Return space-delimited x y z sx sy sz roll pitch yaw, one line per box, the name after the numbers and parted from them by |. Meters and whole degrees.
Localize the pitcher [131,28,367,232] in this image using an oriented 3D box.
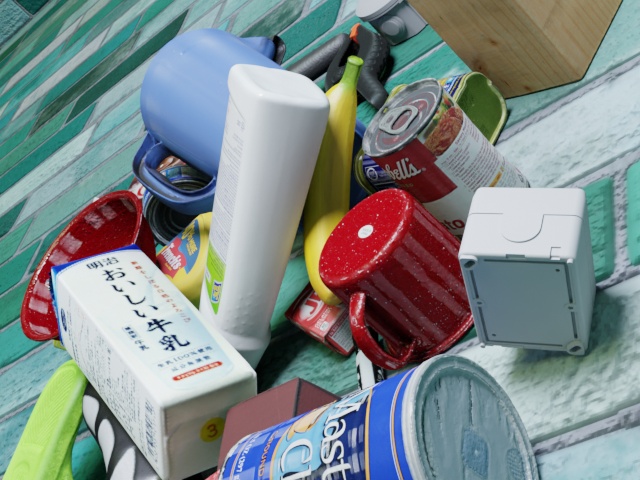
-0.065 -0.091 0.956 0.243 0.144 0.149 37 123 51 | pitcher

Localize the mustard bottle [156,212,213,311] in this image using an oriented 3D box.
-0.124 0.029 1.000 0.192 0.058 0.096 -41 27 13 | mustard bottle

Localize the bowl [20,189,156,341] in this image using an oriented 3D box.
-0.202 0.034 0.980 0.162 0.055 0.162 -32 37 27 | bowl

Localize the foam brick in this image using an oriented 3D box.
-0.022 0.130 0.688 0.078 0.053 0.051 -31 40 42 | foam brick

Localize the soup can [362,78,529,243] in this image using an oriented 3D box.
0.087 -0.052 0.729 0.069 0.102 0.068 -37 28 23 | soup can

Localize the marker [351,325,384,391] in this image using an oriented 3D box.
0.034 0.096 0.701 0.020 0.020 0.121 -38 27 20 | marker

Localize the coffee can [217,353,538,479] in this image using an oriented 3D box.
0.028 0.130 0.563 0.141 0.102 0.102 -28 32 36 | coffee can

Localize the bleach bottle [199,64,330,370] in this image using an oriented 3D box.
-0.055 0.001 0.810 0.103 0.068 0.251 -122 42 -63 | bleach bottle

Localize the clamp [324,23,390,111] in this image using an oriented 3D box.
0.024 -0.144 1.037 0.120 0.039 0.171 -31 30 28 | clamp

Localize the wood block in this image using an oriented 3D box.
0.116 -0.210 0.784 0.090 0.206 0.090 -6 48 55 | wood block

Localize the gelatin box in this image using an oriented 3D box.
0.021 0.036 0.793 0.089 0.030 0.073 -51 25 -8 | gelatin box

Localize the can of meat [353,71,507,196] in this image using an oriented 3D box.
0.086 -0.079 0.824 0.084 0.057 0.102 -6 48 52 | can of meat

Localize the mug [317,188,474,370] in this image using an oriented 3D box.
0.049 0.029 0.698 0.093 0.081 0.117 -20 37 45 | mug

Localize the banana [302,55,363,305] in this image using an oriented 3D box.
0.006 -0.038 0.796 0.070 0.037 0.198 105 169 -68 | banana

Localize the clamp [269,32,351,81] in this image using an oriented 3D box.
-0.061 -0.149 1.133 0.209 0.036 0.165 -53 29 -20 | clamp

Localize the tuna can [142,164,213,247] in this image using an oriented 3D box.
-0.136 -0.031 1.072 0.086 0.086 0.034 -41 28 15 | tuna can
